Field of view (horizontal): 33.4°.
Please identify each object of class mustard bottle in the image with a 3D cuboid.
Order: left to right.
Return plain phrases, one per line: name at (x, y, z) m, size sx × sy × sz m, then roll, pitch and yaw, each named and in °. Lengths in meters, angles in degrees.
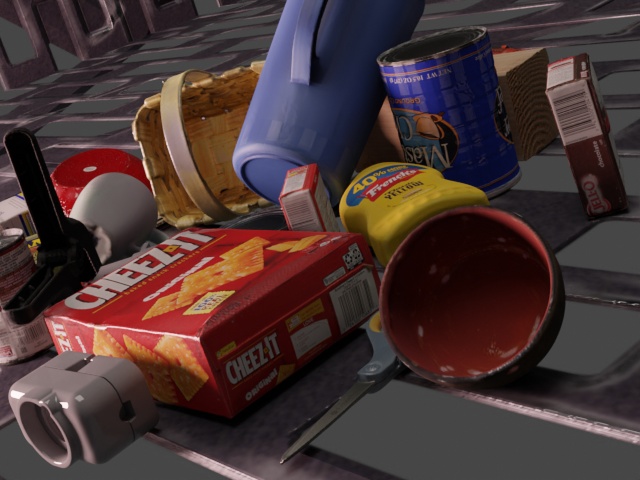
mustard bottle at (0.068, -0.028, 0.913) m, size 0.096 × 0.058 × 0.192 m, roll -26°, pitch 19°, yaw -8°

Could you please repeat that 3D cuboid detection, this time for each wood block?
wood block at (0.130, -0.131, 1.097) m, size 0.207 × 0.091 × 0.090 m, roll -1°, pitch 24°, yaw 41°

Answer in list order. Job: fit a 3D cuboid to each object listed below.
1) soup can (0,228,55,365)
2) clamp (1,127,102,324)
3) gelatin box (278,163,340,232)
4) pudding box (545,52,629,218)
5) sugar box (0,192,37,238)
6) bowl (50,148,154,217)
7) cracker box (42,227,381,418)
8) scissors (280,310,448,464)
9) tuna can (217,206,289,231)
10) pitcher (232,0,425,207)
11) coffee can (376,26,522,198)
soup can at (-0.273, 0.049, 0.931) m, size 0.068 × 0.102 × 0.068 m, roll -16°, pitch 19°, yaw 5°
clamp at (-0.227, 0.005, 0.923) m, size 0.036 × 0.164 × 0.210 m, roll -7°, pitch -14°, yaw 5°
gelatin box at (-0.005, -0.010, 0.879) m, size 0.030 × 0.089 × 0.073 m, roll -16°, pitch 18°, yaw 10°
pudding box at (0.214, -0.085, 0.858) m, size 0.039 × 0.113 × 0.090 m, roll -15°, pitch 18°, yaw 17°
sugar box at (-0.341, -0.042, 1.341) m, size 0.176 × 0.048 × 0.093 m, roll -29°, pitch 24°, yaw -22°
bowl at (-0.260, -0.062, 1.243) m, size 0.162 × 0.055 × 0.162 m, roll -7°, pitch 34°, yaw 5°
cracker box at (-0.084, 0.051, 0.804) m, size 0.163 × 0.072 × 0.214 m, roll -32°, pitch 23°, yaw -37°
scissors at (0.028, 0.083, 0.703) m, size 0.201 × 0.016 × 0.096 m, roll -29°, pitch 20°, yaw -29°
tuna can at (-0.056, 0.001, 0.979) m, size 0.086 × 0.034 × 0.086 m, roll -16°, pitch 19°, yaw 5°
pitcher at (0.003, -0.159, 1.010) m, size 0.145 × 0.149 × 0.242 m, roll -17°, pitch 46°, yaw 52°
coffee can at (0.119, -0.113, 0.977) m, size 0.103 × 0.140 × 0.103 m, roll -16°, pitch 19°, yaw 5°
